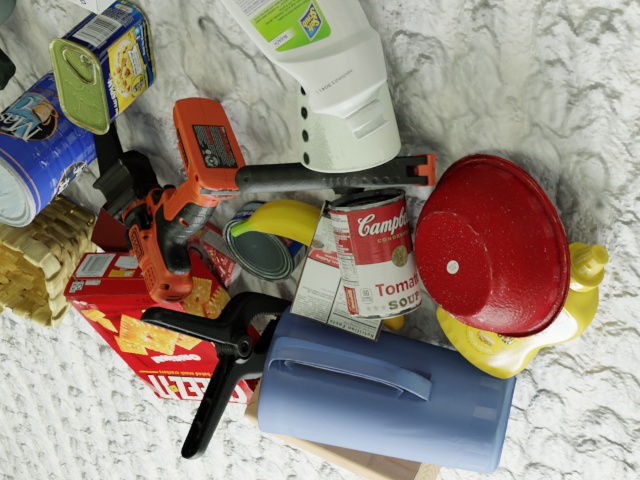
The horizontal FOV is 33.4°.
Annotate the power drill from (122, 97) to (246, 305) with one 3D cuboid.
[{"bbox_3d":[-0.145,-0.055,1.061,0.188,0.057,0.184,-53,52,45],"label":"power drill"}]

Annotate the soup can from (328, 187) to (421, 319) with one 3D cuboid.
[{"bbox_3d":[0.049,0.011,0.937,0.069,0.068,0.102,0,106,40],"label":"soup can"}]

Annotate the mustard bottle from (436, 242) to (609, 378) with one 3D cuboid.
[{"bbox_3d":[0.186,0.051,0.933,0.096,0.058,0.192,46,143,2],"label":"mustard bottle"}]

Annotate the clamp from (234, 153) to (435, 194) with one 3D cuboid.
[{"bbox_3d":[0.014,-0.057,0.928,0.172,0.120,0.039,-3,99,37],"label":"clamp"}]

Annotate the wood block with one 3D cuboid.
[{"bbox_3d":[0.033,0.203,1.180,0.206,0.090,0.090,20,164,24],"label":"wood block"}]

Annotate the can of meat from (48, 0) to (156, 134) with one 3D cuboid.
[{"bbox_3d":[-0.202,-0.166,1.007,0.057,0.083,0.102,24,142,19],"label":"can of meat"}]

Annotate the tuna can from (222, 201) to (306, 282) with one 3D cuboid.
[{"bbox_3d":[-0.057,0.001,1.107,0.086,0.033,0.086,23,142,20],"label":"tuna can"}]

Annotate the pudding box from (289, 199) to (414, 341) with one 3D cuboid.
[{"bbox_3d":[0.029,0.029,1.008,0.090,0.039,0.114,18,115,3],"label":"pudding box"}]

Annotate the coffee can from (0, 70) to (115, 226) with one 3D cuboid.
[{"bbox_3d":[-0.296,-0.097,1.114,0.103,0.140,0.103,23,141,20],"label":"coffee can"}]

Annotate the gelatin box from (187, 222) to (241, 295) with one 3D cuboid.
[{"bbox_3d":[-0.125,0.022,1.190,0.073,0.030,0.089,33,143,8],"label":"gelatin box"}]

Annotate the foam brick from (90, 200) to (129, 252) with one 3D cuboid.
[{"bbox_3d":[-0.220,-0.019,1.208,0.051,0.053,0.078,37,145,1],"label":"foam brick"}]

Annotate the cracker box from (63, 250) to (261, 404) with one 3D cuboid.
[{"bbox_3d":[-0.168,0.103,1.221,0.164,0.072,0.213,-2,138,32],"label":"cracker box"}]

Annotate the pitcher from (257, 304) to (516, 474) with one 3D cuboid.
[{"bbox_3d":[0.065,0.149,1.051,0.243,0.149,0.145,11,115,12],"label":"pitcher"}]

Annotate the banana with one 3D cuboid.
[{"bbox_3d":[0.011,0.013,1.050,0.198,0.037,0.070,32,125,-2],"label":"banana"}]

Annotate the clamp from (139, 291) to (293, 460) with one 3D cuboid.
[{"bbox_3d":[-0.098,0.104,1.114,0.036,0.209,0.164,1,118,40],"label":"clamp"}]

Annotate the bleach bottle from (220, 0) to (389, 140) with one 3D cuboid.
[{"bbox_3d":[-0.031,-0.186,0.804,0.103,0.068,0.251,-27,97,38],"label":"bleach bottle"}]

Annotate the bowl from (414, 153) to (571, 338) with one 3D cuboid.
[{"bbox_3d":[0.128,0.012,0.888,0.162,0.055,0.162,30,129,45],"label":"bowl"}]
